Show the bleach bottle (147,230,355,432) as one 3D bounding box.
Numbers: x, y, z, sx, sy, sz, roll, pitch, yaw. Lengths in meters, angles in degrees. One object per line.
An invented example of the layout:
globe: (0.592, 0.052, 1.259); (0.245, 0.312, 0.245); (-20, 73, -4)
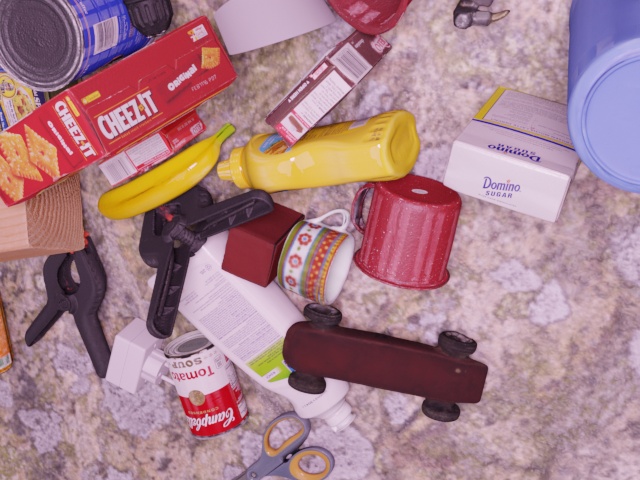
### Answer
bleach bottle: (-0.061, 0.103, 1.115); (0.103, 0.068, 0.251); (-37, 97, 31)

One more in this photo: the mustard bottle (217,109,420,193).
mustard bottle: (-0.010, -0.077, 0.990); (0.192, 0.096, 0.058); (-6, 111, 26)

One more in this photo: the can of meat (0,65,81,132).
can of meat: (-0.295, -0.142, 1.108); (0.084, 0.057, 0.102); (5, 114, 24)

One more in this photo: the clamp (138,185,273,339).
clamp: (-0.124, -0.011, 1.032); (0.164, 0.210, 0.036); (-47, 118, 5)

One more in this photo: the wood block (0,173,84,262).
wood block: (-0.368, -0.022, 1.159); (0.206, 0.090, 0.090); (-8, 84, 26)

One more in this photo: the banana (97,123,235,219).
banana: (-0.167, -0.055, 1.081); (0.198, 0.069, 0.037); (-24, 104, 31)

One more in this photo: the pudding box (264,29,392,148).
pudding box: (0.008, -0.139, 0.944); (0.039, 0.113, 0.090); (46, 123, -4)

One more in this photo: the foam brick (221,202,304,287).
foam brick: (-0.057, 0.001, 1.057); (0.051, 0.078, 0.053); (22, 120, 11)

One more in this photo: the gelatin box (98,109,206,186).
gelatin box: (-0.166, -0.093, 1.064); (0.089, 0.073, 0.030); (-24, 103, 29)

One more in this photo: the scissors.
scissors: (-0.055, 0.272, 1.216); (0.096, 0.016, 0.202); (36, 122, 5)

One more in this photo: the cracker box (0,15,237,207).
cracker box: (-0.200, -0.114, 0.979); (0.214, 0.164, 0.072); (-15, 110, 51)

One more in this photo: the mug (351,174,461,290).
mug: (0.075, -0.016, 0.993); (0.117, 0.093, 0.081); (32, 121, 39)

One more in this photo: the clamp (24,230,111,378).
clamp: (-0.272, 0.075, 1.207); (0.120, 0.039, 0.172); (24, 120, 10)

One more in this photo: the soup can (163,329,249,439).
soup can: (-0.124, 0.155, 1.163); (0.069, 0.068, 0.102); (-8, 109, 26)

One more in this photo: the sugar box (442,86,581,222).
sugar box: (0.166, -0.074, 0.867); (0.093, 0.176, 0.048); (19, 119, 14)

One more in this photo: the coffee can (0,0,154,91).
coffee can: (-0.227, -0.207, 0.998); (0.103, 0.140, 0.103); (9, 116, 19)
